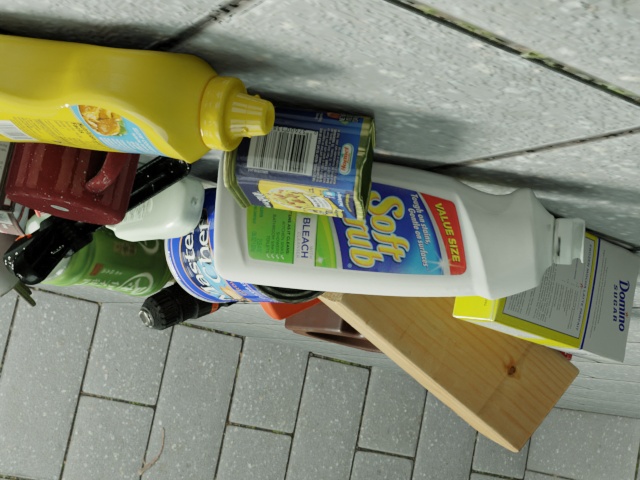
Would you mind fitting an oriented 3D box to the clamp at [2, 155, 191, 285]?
[{"bbox_3d":[-0.210,-0.003,0.861,0.210,0.164,0.036,-19,107,50],"label":"clamp"}]

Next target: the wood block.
[{"bbox_3d":[0.101,0.074,0.891,0.206,0.091,0.090,41,174,-16],"label":"wood block"}]

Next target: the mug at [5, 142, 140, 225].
[{"bbox_3d":[-0.157,-0.059,0.712,0.093,0.081,0.117,18,169,-37],"label":"mug"}]

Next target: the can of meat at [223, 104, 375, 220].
[{"bbox_3d":[-0.010,-0.049,0.672,0.084,0.057,0.102,8,171,6],"label":"can of meat"}]

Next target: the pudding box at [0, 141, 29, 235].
[{"bbox_3d":[-0.235,-0.056,0.804,0.039,0.090,0.114,12,171,-11],"label":"pudding box"}]

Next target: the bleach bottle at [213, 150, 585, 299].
[{"bbox_3d":[0.054,-0.013,0.739,0.251,0.102,0.068,2,176,16],"label":"bleach bottle"}]

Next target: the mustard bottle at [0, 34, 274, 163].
[{"bbox_3d":[-0.118,-0.079,0.610,0.192,0.058,0.096,9,167,18],"label":"mustard bottle"}]

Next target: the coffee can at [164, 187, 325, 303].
[{"bbox_3d":[-0.056,0.001,0.886,0.102,0.103,0.141,16,170,-28],"label":"coffee can"}]

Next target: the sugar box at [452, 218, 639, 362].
[{"bbox_3d":[0.179,0.034,0.825,0.048,0.093,0.175,3,167,45],"label":"sugar box"}]

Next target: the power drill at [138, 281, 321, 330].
[{"bbox_3d":[-0.081,0.049,1.141,0.184,0.057,0.188,-27,-165,-35],"label":"power drill"}]
